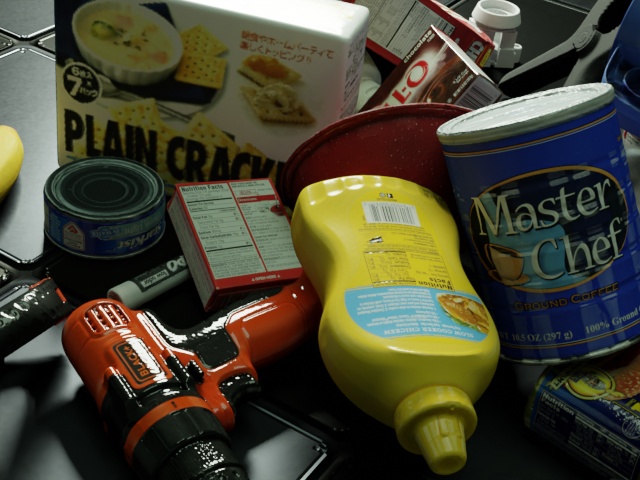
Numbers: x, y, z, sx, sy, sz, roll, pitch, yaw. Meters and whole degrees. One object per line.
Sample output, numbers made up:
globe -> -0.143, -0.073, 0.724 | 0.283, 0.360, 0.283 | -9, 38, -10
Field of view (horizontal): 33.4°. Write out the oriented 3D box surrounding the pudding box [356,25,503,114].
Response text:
pudding box -> 0.080, -0.101, 0.844 | 0.039, 0.114, 0.090 | 31, 19, -38

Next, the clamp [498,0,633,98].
clamp -> 0.229, -0.151, 0.889 | 0.036, 0.210, 0.164 | 31, 36, -21

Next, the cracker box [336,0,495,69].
cracker box -> 0.035, -0.220, 0.951 | 0.213, 0.072, 0.164 | 20, 18, -47

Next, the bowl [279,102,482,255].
bowl -> 0.055, -0.023, 0.710 | 0.162, 0.162, 0.055 | 0, 61, -11

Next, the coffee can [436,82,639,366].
coffee can -> 0.135, -0.011, 0.628 | 0.103, 0.140, 0.103 | -15, 12, 3

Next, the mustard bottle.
mustard bottle -> 0.045, 0.044, 0.580 | 0.096, 0.058, 0.191 | 5, 40, -18

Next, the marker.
marker -> -0.090, 0.018, 0.718 | 0.020, 0.020, 0.120 | 31, 41, 30

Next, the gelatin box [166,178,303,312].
gelatin box -> -0.055, 0.001, 0.714 | 0.073, 0.030, 0.089 | -7, 56, -30

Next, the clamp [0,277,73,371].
clamp -> -0.189, 0.061, 0.575 | 0.120, 0.039, 0.171 | -19, 15, 40

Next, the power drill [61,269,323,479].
power drill -> -0.031, 0.080, 0.608 | 0.187, 0.057, 0.185 | -16, 45, -32

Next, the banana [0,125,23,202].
banana -> -0.259, -0.032, 0.740 | 0.070, 0.037, 0.197 | 22, 37, 17

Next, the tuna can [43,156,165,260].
tuna can -> -0.152, -0.025, 0.754 | 0.086, 0.034, 0.086 | 5, 35, -4
